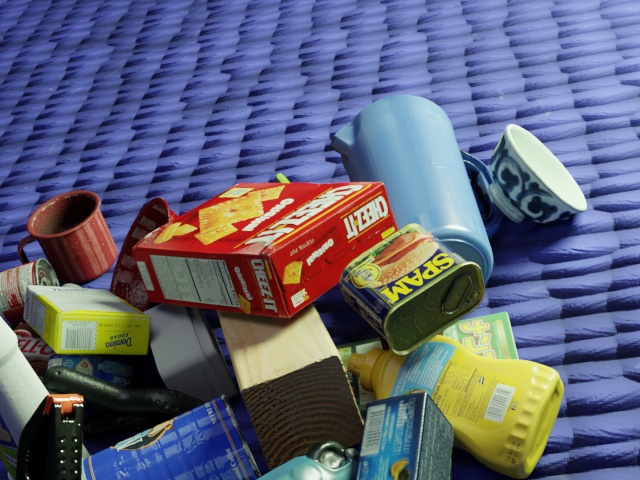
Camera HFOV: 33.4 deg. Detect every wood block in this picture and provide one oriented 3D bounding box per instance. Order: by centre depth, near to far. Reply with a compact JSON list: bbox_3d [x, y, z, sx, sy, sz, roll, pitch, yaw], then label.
[{"bbox_3d":[-0.033,0.113,0.983,0.090,0.091,0.206,-20,22,-4],"label":"wood block"}]

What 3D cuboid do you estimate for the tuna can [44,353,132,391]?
[{"bbox_3d":[-0.233,0.137,1.078,0.086,0.086,0.034,-2,73,21],"label":"tuna can"}]

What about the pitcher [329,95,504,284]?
[{"bbox_3d":[0.113,-0.039,1.141,0.149,0.145,0.243,-26,38,11],"label":"pitcher"}]

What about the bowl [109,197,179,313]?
[{"bbox_3d":[-0.179,0.036,1.177,0.055,0.162,0.162,18,25,-26],"label":"bowl"}]

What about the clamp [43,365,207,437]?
[{"bbox_3d":[-0.176,0.157,1.009,0.172,0.120,0.039,-1,60,18],"label":"clamp"}]

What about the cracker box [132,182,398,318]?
[{"bbox_3d":[-0.057,0.001,1.043,0.214,0.072,0.163,2,27,46],"label":"cracker box"}]

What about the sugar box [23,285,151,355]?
[{"bbox_3d":[-0.244,0.081,1.101,0.093,0.048,0.176,5,2,-25],"label":"sugar box"}]

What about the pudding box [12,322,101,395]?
[{"bbox_3d":[-0.308,0.135,1.157,0.114,0.039,0.090,6,41,29],"label":"pudding box"}]

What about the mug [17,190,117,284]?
[{"bbox_3d":[-0.308,0.003,1.297,0.117,0.081,0.093,-24,36,-9],"label":"mug"}]

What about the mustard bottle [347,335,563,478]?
[{"bbox_3d":[0.108,0.134,0.939,0.192,0.058,0.096,15,69,31],"label":"mustard bottle"}]

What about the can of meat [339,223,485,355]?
[{"bbox_3d":[0.078,0.040,0.940,0.102,0.057,0.084,-32,41,-14],"label":"can of meat"}]

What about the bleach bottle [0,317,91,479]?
[{"bbox_3d":[-0.285,0.136,0.963,0.103,0.251,0.068,20,50,41],"label":"bleach bottle"}]

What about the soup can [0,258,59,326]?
[{"bbox_3d":[-0.365,0.066,1.250,0.102,0.068,0.068,-15,35,5],"label":"soup can"}]

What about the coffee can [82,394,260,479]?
[{"bbox_3d":[-0.127,0.209,0.924,0.140,0.103,0.103,-24,36,-8],"label":"coffee can"}]

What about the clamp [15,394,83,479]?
[{"bbox_3d":[-0.233,0.228,0.896,0.036,0.210,0.165,4,28,-37],"label":"clamp"}]
